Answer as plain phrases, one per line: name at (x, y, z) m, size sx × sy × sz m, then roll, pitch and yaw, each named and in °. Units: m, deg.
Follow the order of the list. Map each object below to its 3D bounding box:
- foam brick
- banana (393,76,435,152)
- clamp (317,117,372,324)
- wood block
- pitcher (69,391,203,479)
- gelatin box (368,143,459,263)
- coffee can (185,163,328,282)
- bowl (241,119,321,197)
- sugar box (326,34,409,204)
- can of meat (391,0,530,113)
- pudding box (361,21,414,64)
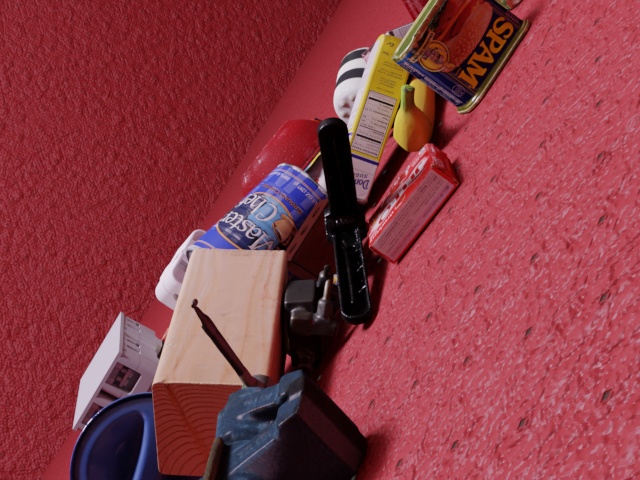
foam brick at (0.004, 0.004, 1.065) m, size 0.078 × 0.051 × 0.053 m, roll -58°, pitch 10°, yaw -13°
banana at (0.095, -0.125, 1.044) m, size 0.197 × 0.037 × 0.070 m, roll -62°, pitch -16°, yaw -75°
clamp at (0.020, -0.025, 0.926) m, size 0.210 × 0.036 × 0.164 m, roll -83°, pitch -14°, yaw -83°
wood block at (-0.077, 0.095, 0.893) m, size 0.206 × 0.090 × 0.091 m, roll -85°, pitch -4°, yaw -61°
pitcher at (-0.173, 0.214, 1.014) m, size 0.243 × 0.149 × 0.145 m, roll 151°, pitch 115°, yaw -78°
gelatin box at (0.076, -0.032, 0.890) m, size 0.089 × 0.030 × 0.073 m, roll -53°, pitch 9°, yaw 17°
coffee can at (-0.057, 0.001, 1.128) m, size 0.140 × 0.103 × 0.103 m, roll -44°, pitch 5°, yaw -18°
bowl at (-0.048, -0.094, 1.305) m, size 0.162 × 0.055 × 0.162 m, roll -51°, pitch 4°, yaw 5°
sugar box at (0.053, -0.124, 1.138) m, size 0.093 × 0.048 × 0.176 m, roll 153°, pitch 133°, yaw -85°
can of meat at (0.127, -0.182, 0.977) m, size 0.102 × 0.084 × 0.057 m, roll -56°, pitch 9°, yaw -2°
pudding box at (0.109, -0.237, 1.283) m, size 0.090 × 0.039 × 0.114 m, roll -25°, pitch 4°, yaw -15°
